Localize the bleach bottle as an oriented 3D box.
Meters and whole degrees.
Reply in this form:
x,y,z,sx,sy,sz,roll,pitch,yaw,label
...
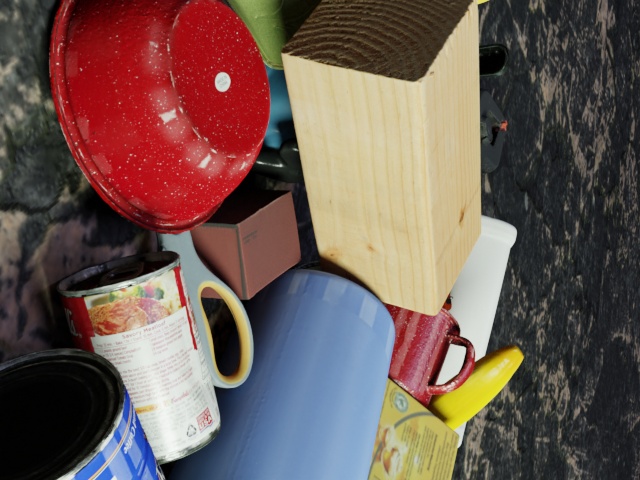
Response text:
x,y,z,sx,sy,sz,roll,pitch,yaw,label
0.132,0.106,1.056,0.103,0.068,0.251,126,-22,-72,bleach bottle

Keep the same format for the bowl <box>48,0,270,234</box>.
x,y,z,sx,sy,sz,roll,pitch,yaw,label
-0.077,-0.087,0.609,0.161,0.055,0.162,21,64,-54,bowl

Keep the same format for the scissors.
x,y,z,sx,sy,sz,roll,pitch,yaw,label
-0.102,0.005,0.637,0.096,0.016,0.202,-30,102,-29,scissors

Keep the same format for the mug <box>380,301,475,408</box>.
x,y,z,sx,sy,sz,roll,pitch,yaw,label
0.074,0.100,0.909,0.081,0.117,0.093,-66,149,-28,mug

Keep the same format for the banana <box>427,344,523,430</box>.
x,y,z,sx,sy,sz,roll,pitch,yaw,label
0.101,0.152,0.944,0.037,0.198,0.069,43,45,-3,banana

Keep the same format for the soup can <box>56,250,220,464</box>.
x,y,z,sx,sy,sz,roll,pitch,yaw,label
-0.098,0.064,0.586,0.068,0.069,0.102,-34,114,-58,soup can

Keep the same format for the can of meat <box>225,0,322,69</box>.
x,y,z,sx,sy,sz,roll,pitch,yaw,label
-0.038,-0.173,0.673,0.084,0.057,0.102,62,5,37,can of meat

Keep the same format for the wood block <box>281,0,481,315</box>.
x,y,z,sx,sy,sz,roll,pitch,yaw,label
0.047,-0.057,0.691,0.090,0.090,0.206,-57,152,-34,wood block

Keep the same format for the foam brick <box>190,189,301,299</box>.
x,y,z,sx,sy,sz,roll,pitch,yaw,label
-0.055,0.001,0.703,0.078,0.051,0.053,-35,123,-58,foam brick

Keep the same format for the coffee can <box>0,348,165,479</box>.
x,y,z,sx,sy,sz,roll,pitch,yaw,label
-0.122,0.139,0.521,0.102,0.103,0.140,-57,141,-46,coffee can

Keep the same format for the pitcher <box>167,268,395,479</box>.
x,y,z,sx,sy,sz,roll,pitch,yaw,label
-0.031,0.147,0.701,0.145,0.149,0.242,49,45,-35,pitcher
